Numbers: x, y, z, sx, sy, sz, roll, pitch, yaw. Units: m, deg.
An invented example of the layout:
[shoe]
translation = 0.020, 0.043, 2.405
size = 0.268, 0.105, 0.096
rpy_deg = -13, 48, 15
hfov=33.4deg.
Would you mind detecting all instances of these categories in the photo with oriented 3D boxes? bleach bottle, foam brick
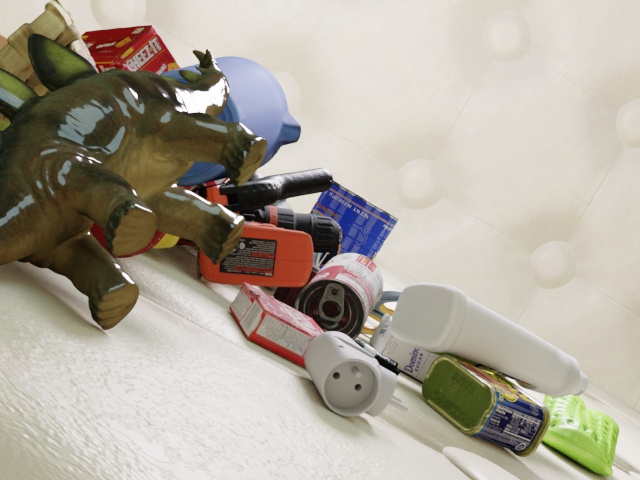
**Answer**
[bleach bottle]
translation = 0.198, 0.118, 1.134
size = 0.250, 0.068, 0.103
rpy_deg = 25, -10, -30
[foam brick]
translation = -0.003, 0.060, 1.127
size = 0.078, 0.051, 0.053
rpy_deg = 30, 4, -14

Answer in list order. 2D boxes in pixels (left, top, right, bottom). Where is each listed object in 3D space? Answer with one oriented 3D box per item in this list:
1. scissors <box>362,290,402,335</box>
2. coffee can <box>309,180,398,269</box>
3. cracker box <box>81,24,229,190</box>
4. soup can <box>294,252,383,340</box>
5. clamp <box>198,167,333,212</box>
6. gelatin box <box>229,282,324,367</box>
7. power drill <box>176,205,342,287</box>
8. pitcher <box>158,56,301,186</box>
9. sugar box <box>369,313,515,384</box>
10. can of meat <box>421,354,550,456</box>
[scissors]
translation = 0.042, 0.058, 1.204
size = 0.201, 0.096, 0.016
rpy_deg = 46, 31, -51
[coffee can]
translation = 0.020, 0.007, 1.350
size = 0.103, 0.140, 0.103
rpy_deg = 31, 3, -2
[cracker box]
translation = -0.217, -0.158, 1.331
size = 0.164, 0.072, 0.213
rpy_deg = 8, -41, 49
[soup can]
translation = 0.021, 0.056, 1.037
size = 0.068, 0.069, 0.102
rpy_deg = 31, 20, 5
[clamp]
translation = -0.076, -0.047, 1.045
size = 0.120, 0.039, 0.171
rpy_deg = -11, 1, 31
[gelatin box]
translation = -0.032, 0.072, 0.888
size = 0.073, 0.030, 0.089
rpy_deg = 30, 4, -19
[power drill]
translation = -0.057, 0.001, 1.061
size = 0.184, 0.057, 0.188
rpy_deg = 3, 8, -9
[pitcher]
translation = -0.123, -0.123, 1.088
size = 0.145, 0.149, 0.242
rpy_deg = 60, 10, -5
[sugar box]
translation = 0.144, 0.146, 1.199
size = 0.176, 0.048, 0.093
rpy_deg = 31, 4, -7
[can of meat]
translation = 0.158, 0.160, 1.041
size = 0.083, 0.057, 0.102
rpy_deg = 25, 6, -35
